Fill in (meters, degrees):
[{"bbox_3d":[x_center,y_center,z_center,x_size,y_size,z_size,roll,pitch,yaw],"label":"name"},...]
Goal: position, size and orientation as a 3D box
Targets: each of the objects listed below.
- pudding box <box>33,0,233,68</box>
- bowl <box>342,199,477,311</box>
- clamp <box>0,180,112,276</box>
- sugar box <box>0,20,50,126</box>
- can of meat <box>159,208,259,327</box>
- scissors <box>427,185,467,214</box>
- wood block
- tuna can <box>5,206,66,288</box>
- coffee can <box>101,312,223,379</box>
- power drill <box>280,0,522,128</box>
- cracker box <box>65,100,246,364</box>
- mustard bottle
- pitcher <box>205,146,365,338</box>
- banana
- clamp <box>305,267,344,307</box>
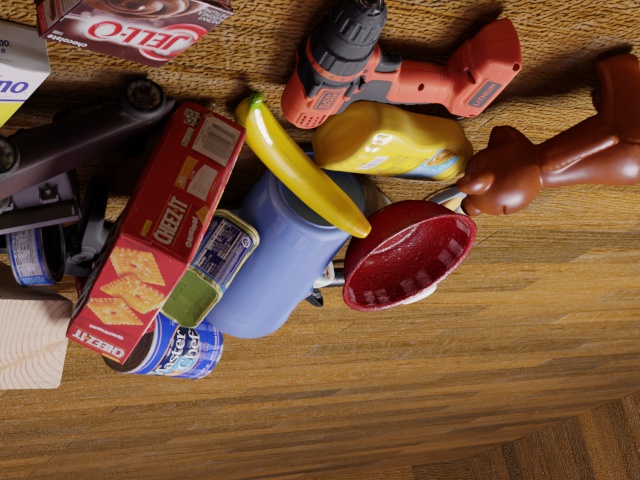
[{"bbox_3d":[-0.133,-0.168,0.767,0.090,0.039,0.113,-28,155,37],"label":"pudding box"},{"bbox_3d":[0.084,0.006,1.140,0.162,0.055,0.162,-22,150,-14],"label":"bowl"},{"bbox_3d":[-0.256,-0.002,1.149,0.165,0.036,0.209,-21,156,19],"label":"clamp"},{"bbox_3d":[-0.292,-0.108,0.824,0.093,0.048,0.177,6,154,-41],"label":"sugar box"},{"bbox_3d":[-0.116,0.031,1.073,0.057,0.083,0.102,35,141,-6],"label":"can of meat"},{"bbox_3d":[0.198,-0.070,1.274,0.096,0.016,0.202,1,156,-37],"label":"scissors"},{"bbox_3d":[-0.342,0.078,1.087,0.090,0.090,0.206,5,-172,-39],"label":"wood block"},{"bbox_3d":[-0.272,0.002,1.025,0.034,0.086,0.086,-5,160,2],"label":"tuna can"},{"bbox_3d":[-0.214,0.132,1.439,0.103,0.103,0.140,-24,157,29],"label":"coffee can"},{"bbox_3d":[0.072,-0.155,0.909,0.187,0.057,0.185,-2,161,-20],"label":"power drill"},{"bbox_3d":[-0.157,-0.005,0.990,0.072,0.164,0.214,27,143,-11],"label":"cracker box"},{"bbox_3d":[0.091,-0.094,1.077,0.191,0.058,0.096,6,157,-41],"label":"mustard bottle"},{"bbox_3d":[-0.058,0.001,1.159,0.149,0.145,0.243,-40,174,-36],"label":"pitcher"},{"bbox_3d":[-0.025,-0.071,1.008,0.037,0.070,0.197,-46,124,-4],"label":"banana"},{"bbox_3d":[-0.024,0.060,1.456,0.171,0.039,0.120,8,148,-32],"label":"clamp"}]
